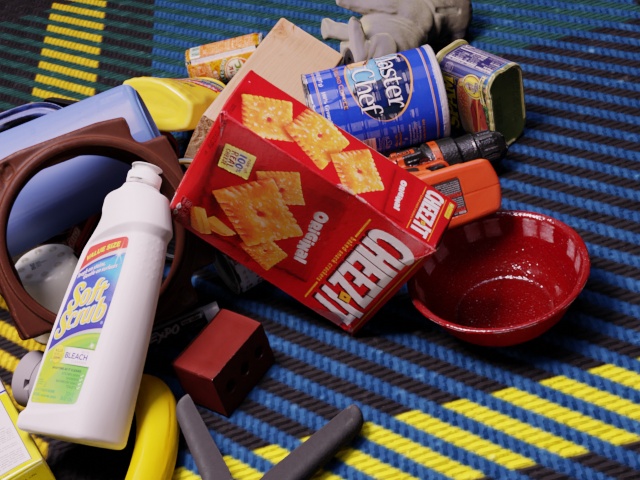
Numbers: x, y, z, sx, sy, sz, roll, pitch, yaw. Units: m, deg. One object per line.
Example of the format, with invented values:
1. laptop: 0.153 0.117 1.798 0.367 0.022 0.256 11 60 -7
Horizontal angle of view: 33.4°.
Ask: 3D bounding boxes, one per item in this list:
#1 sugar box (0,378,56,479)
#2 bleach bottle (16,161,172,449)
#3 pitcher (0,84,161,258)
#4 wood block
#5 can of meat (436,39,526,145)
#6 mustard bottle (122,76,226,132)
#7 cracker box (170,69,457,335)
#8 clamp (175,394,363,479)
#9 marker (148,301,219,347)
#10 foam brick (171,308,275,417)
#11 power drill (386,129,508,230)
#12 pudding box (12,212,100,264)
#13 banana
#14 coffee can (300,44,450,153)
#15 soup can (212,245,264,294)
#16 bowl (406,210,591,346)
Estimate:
1. sugar box: -0.312 0.186 0.970 0.093 0.048 0.176 -30 36 -16
2. bleach bottle: -0.188 0.052 0.943 0.103 0.068 0.251 -2 70 40
3. pitcher: -0.292 -0.079 1.144 0.243 0.149 0.145 -25 12 -1
4. wood block: -0.065 -0.153 1.236 0.091 0.090 0.205 31 49 -1
5. can of meat: 0.175 -0.158 1.167 0.057 0.102 0.084 -35 43 -23
6. mustard bottle: -0.157 -0.167 1.293 0.096 0.058 0.191 17 14 16
7. cracker box: -0.014 -0.026 0.944 0.213 0.164 0.072 33 50 -4
8. clamp: -0.050 0.205 0.851 0.164 0.036 0.210 -4 42 9
9. marker: -0.155 0.091 1.049 0.121 0.020 0.020 -22 38 -6
10. foam brick: -0.087 0.111 0.971 0.051 0.053 0.078 14 48 34
11. power drill: 0.117 -0.059 1.055 0.184 0.057 0.188 -20 12 -2
12. pudding box: -0.320 -0.015 1.227 0.114 0.039 0.090 -3 41 18
13. banana: -0.153 0.177 0.930 0.070 0.037 0.198 -37 33 14
14. coffee can: 0.058 -0.143 1.142 0.140 0.103 0.103 -13 37 -1
15. soup can: -0.057 0.001 1.083 0.102 0.068 0.069 -31 40 -17
16. bowl: 0.161 0.043 0.956 0.162 0.055 0.162 -11 38 8
